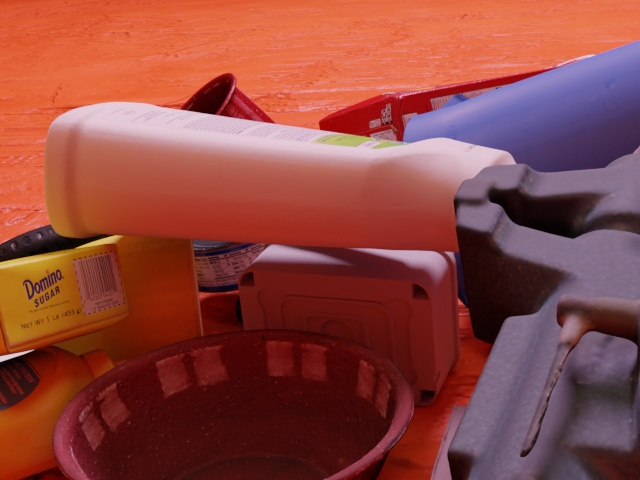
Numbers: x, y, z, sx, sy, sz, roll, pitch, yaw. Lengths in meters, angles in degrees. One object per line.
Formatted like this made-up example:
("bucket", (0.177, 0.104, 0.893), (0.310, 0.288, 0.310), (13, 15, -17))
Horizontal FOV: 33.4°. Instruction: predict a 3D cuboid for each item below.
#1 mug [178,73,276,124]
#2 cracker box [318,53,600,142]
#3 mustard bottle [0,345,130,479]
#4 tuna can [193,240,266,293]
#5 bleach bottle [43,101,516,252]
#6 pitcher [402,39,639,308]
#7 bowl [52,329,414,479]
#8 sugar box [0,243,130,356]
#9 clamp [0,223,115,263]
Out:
("mug", (-0.077, -0.059, 0.813), (0.117, 0.081, 0.093), (-39, 26, 20))
("cracker box", (0.127, -0.100, 0.907), (0.213, 0.072, 0.164), (-14, 4, -20))
("mustard bottle", (-0.174, 0.094, 0.526), (0.191, 0.058, 0.096), (-16, 13, -27))
("tuna can", (-0.055, 0.001, 0.706), (0.086, 0.034, 0.086), (-13, 23, 5))
("bleach bottle", (-0.005, -0.027, 0.538), (0.251, 0.068, 0.102), (7, 16, 18))
("pitcher", (0.181, -0.042, 0.616), (0.243, 0.149, 0.144), (-20, 10, 26))
("bowl", (-0.037, 0.098, 0.486), (0.162, 0.055, 0.162), (-4, 20, 1))
("sugar box", (-0.196, 0.042, 0.554), (0.176, 0.048, 0.093), (-10, 2, 28))
("clamp", (-0.176, 0.008, 0.746), (0.209, 0.036, 0.165), (-28, -7, -21))
